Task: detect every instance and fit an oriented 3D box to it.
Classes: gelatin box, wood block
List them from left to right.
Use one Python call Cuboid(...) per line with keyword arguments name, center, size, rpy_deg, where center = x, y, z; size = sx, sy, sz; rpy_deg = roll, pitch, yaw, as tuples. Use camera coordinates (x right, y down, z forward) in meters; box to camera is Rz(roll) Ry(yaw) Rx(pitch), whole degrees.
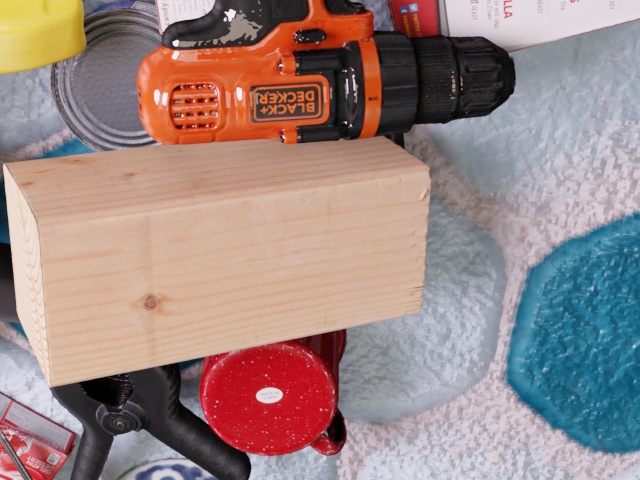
Cuboid(name="gelatin box", center=(-0.219, 0.141, 0.707), size=(0.089, 0.030, 0.073), rpy_deg=(32, 110, -12))
Cuboid(name="wood block", center=(-0.053, 0.001, 0.571), size=(0.205, 0.090, 0.091), rpy_deg=(-9, 116, -23))

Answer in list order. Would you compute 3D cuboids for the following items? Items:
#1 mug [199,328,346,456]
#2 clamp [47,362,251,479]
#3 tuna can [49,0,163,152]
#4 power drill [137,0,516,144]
Cuboid(name="mug", center=(-0.023, 0.086, 0.653), size=(0.093, 0.081, 0.117), rpy_deg=(-32, 109, 13))
Cuboid(name="clamp", center=(-0.126, 0.105, 0.655), size=(0.120, 0.039, 0.171), rpy_deg=(-19, 124, 9))
Cuboid(name="tuna can", center=(-0.107, -0.091, 0.604), size=(0.086, 0.033, 0.086), rpy_deg=(0, 113, 0))
Cuboid(name="power drill", center=(0.004, -0.135, 0.485), size=(0.184, 0.057, 0.188), rpy_deg=(-6, 112, -12))
